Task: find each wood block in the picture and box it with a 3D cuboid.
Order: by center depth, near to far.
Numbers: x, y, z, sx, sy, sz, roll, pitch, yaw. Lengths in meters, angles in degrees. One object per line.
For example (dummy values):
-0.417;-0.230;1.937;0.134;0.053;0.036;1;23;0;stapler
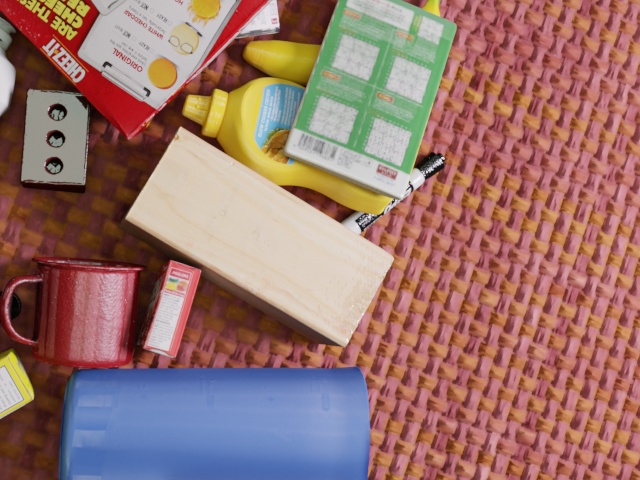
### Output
-0.056;0.001;0.899;0.206;0.091;0.090;31;80;-10;wood block

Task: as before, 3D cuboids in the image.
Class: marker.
0.065;-0.041;0.965;0.121;0.020;0.020;-38;96;-12;marker

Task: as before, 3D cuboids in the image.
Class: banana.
0.031;-0.171;0.957;0.197;0.037;0.070;-20;71;-15;banana

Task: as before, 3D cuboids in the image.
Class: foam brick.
-0.219;-0.081;0.883;0.053;0.051;0.078;3;87;-13;foam brick

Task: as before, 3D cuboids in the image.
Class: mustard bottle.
-0.025;-0.091;0.923;0.191;0.058;0.096;15;63;-12;mustard bottle

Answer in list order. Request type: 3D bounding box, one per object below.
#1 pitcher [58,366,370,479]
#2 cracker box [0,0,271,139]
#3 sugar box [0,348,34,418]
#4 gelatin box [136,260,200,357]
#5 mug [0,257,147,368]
-0.084;0.169;0.858;0.242;0.149;0.145;3;81;-9;pitcher
-0.130;-0.214;0.842;0.214;0.072;0.164;-42;97;16;cracker box
-0.311;0.146;0.830;0.176;0.093;0.048;-27;94;-13;sugar box
-0.127;0.056;0.880;0.030;0.089;0.073;18;83;-12;gelatin box
-0.200;0.057;0.859;0.117;0.093;0.081;4;91;-36;mug
